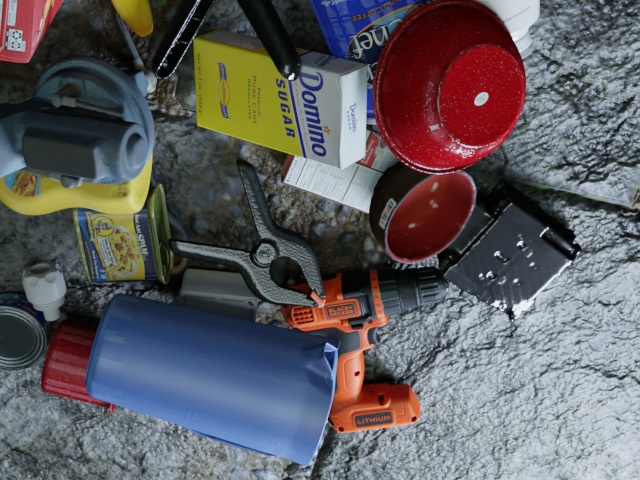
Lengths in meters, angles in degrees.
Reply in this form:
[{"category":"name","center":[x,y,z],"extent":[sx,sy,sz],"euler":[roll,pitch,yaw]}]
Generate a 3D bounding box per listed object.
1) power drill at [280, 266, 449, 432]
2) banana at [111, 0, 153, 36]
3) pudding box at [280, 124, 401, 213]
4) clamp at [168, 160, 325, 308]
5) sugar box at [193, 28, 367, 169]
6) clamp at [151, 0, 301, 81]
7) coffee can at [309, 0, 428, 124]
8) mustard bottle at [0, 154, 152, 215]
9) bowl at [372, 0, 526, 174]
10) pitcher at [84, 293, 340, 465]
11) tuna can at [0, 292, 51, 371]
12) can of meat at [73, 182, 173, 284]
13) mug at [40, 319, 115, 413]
[{"category":"power drill","center":[0.061,0.118,1.182],"extent":[0.184,0.057,0.187],"euler":[-8,115,8]},{"category":"banana","center":[-0.172,-0.285,0.973],"extent":[0.069,0.037,0.198],"euler":[13,117,-7]},{"category":"pudding box","center":[0.026,-0.084,1.083],"extent":[0.113,0.039,0.090],"euler":[20,116,-10]},{"category":"clamp","center":[-0.057,0.001,1.104],"extent":[0.171,0.039,0.120],"euler":[32,98,-9]},{"category":"sugar box","center":[-0.040,-0.134,0.999],"extent":[0.176,0.048,0.093],"euler":[20,124,34]},{"category":"clamp","center":[-0.094,-0.242,0.967],"extent":[0.165,0.036,0.210],"euler":[-2,94,33]},{"category":"coffee can","center":[0.055,-0.193,0.988],"extent":[0.103,0.103,0.140],"euler":[-19,117,9]},{"category":"mustard bottle","center":[-0.266,-0.072,1.053],"extent":[0.192,0.096,0.058],"euler":[-1,157,10]},{"category":"bowl","center":[0.128,-0.133,0.951],"extent":[0.161,0.055,0.162],"euler":[-9,109,-26]},{"category":"pitcher","center":[-0.110,0.142,1.087],"extent":[0.242,0.145,0.149],"euler":[16,91,-5]},{"category":"tuna can","center":[-0.342,0.100,1.179],"extent":[0.086,0.033,0.086],"euler":[0,118,-1]},{"category":"can of meat","center":[-0.201,-0.005,1.094],"extent":[0.084,0.057,0.102],"euler":[-2,118,4]},{"category":"mug","center":[-0.257,0.140,1.180],"extent":[0.081,0.093,0.117],"euler":[15,153,-3]}]
